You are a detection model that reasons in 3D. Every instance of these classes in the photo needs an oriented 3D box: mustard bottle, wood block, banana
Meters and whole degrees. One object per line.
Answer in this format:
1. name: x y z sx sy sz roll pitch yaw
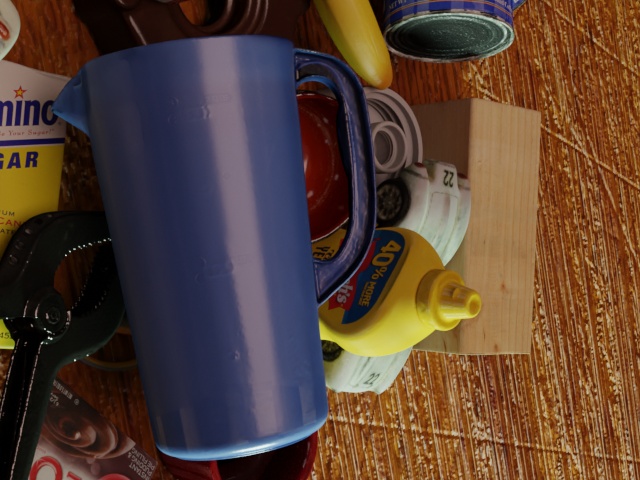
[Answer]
1. mustard bottle: 0.032 0.035 0.763 0.058 0.192 0.096 49 61 -37
2. wood block: 0.123 -0.010 0.906 0.090 0.091 0.206 4 87 -40
3. banana: 0.011 -0.204 0.790 0.069 0.037 0.198 -32 105 -59

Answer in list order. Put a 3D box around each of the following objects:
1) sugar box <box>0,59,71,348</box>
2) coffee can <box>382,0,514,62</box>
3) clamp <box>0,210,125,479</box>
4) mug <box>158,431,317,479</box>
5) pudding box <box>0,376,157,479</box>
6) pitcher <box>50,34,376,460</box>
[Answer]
1. sugar box: -0.210 -0.023 0.658 0.093 0.048 0.176 8 87 -43
2. coffee can: 0.099 -0.223 0.837 0.102 0.103 0.140 10 76 -39
3. clamp: -0.170 0.056 0.636 0.209 0.036 0.164 -44 123 -46
4. mug: -0.070 0.133 0.752 0.117 0.082 0.093 44 64 -31
5. pudding box: -0.167 0.153 0.687 0.113 0.039 0.090 47 45 -29
6. pitcher: -0.054 0.001 0.649 0.144 0.149 0.243 -11 93 -53
